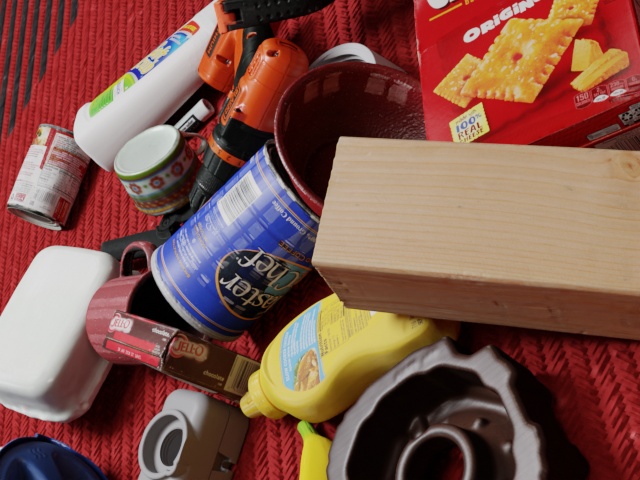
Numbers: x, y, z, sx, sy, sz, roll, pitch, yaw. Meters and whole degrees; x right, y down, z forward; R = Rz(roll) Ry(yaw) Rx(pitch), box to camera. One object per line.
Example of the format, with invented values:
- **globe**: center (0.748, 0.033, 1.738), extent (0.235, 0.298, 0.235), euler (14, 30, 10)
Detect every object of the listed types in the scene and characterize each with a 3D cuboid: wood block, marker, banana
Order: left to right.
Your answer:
- **marker**: center (-0.157, -0.102, 1.108), extent (0.121, 0.020, 0.020), euler (-39, 44, 22)
- **banana**: center (-0.016, 0.225, 0.760), extent (0.070, 0.037, 0.197), euler (-30, 40, 65)
- **wood block**: center (0.111, -0.002, 0.665), extent (0.206, 0.090, 0.091), euler (5, 68, 20)

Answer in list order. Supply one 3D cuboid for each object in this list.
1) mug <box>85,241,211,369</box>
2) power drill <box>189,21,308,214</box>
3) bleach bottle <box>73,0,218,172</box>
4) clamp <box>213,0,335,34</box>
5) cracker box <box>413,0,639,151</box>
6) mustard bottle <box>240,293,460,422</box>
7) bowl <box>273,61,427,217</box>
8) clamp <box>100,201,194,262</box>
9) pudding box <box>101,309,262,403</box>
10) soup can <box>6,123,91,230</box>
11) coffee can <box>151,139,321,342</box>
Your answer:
- **mug**: center (-0.157, 0.059, 0.950), extent (0.082, 0.093, 0.117), euler (-7, 91, 48)
- **power drill**: center (-0.074, -0.130, 0.980), extent (0.185, 0.057, 0.187), euler (-57, 27, 28)
- **bleach bottle**: center (-0.147, -0.181, 1.111), extent (0.251, 0.068, 0.102), euler (-40, 24, 14)
- **clamp**: center (0.004, -0.225, 0.930), extent (0.209, 0.036, 0.165), euler (-31, 32, -34)
- **cracker box**: center (0.155, -0.139, 0.769), extent (0.164, 0.072, 0.213), euler (-22, 52, 29)
- **mustard bottle**: center (0.013, 0.082, 0.794), extent (0.192, 0.058, 0.096), euler (-35, 36, 26)
- **bowl**: center (0.037, -0.059, 0.814), extent (0.055, 0.162, 0.162), euler (118, 155, -54)
- **clamp**: center (-0.146, -0.003, 1.020), extent (0.120, 0.039, 0.172), euler (-53, 38, 3)
- **pudding box**: center (-0.107, 0.095, 0.866), extent (0.090, 0.113, 0.039), euler (12, 76, 48)
- **soup can**: center (-0.302, -0.070, 1.198), extent (0.069, 0.068, 0.102), euler (4, 70, 46)
- **coffee can**: center (-0.056, 0.001, 0.880), extent (0.140, 0.102, 0.103), euler (-43, 43, 18)
